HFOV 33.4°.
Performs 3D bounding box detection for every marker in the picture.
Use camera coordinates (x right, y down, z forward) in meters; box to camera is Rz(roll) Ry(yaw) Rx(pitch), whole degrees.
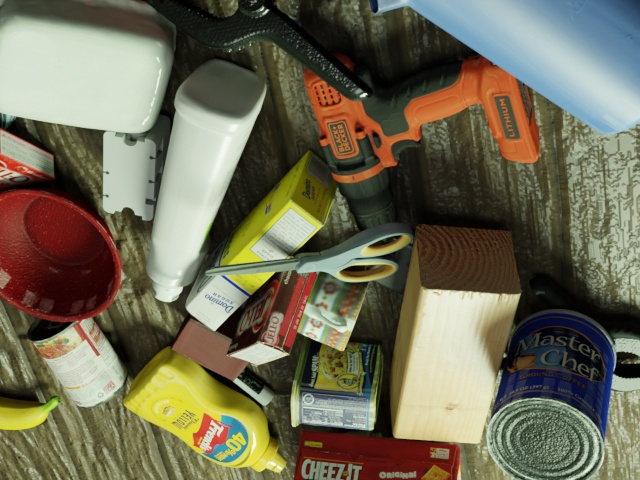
[{"bbox_3d":[-0.101,0.138,1.164,0.121,0.020,0.020,41,123,-16],"label":"marker"}]

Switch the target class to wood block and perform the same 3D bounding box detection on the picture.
[{"bbox_3d":[0.123,0.093,1.022,0.091,0.090,0.206,4,131,-2],"label":"wood block"}]

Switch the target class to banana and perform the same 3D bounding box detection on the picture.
[{"bbox_3d":[-0.403,0.182,1.254,0.198,0.037,0.070,16,109,0],"label":"banana"}]

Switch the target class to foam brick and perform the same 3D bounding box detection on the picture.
[{"bbox_3d":[-0.106,0.099,1.118,0.078,0.053,0.051,29,125,-7],"label":"foam brick"}]

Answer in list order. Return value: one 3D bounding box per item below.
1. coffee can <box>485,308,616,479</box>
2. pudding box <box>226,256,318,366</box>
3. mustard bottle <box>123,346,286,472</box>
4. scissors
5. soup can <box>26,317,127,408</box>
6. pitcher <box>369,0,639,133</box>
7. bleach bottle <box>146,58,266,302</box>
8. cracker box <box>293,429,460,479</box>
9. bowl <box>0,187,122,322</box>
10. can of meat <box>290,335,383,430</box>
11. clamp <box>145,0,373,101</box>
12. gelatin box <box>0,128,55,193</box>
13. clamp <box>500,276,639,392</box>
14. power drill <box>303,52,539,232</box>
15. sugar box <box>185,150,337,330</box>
[{"bbox_3d":[0.214,0.143,0.981,0.103,0.140,0.103,9,122,15],"label":"coffee can"},{"bbox_3d":[-0.047,0.071,1.035,0.039,0.090,0.114,25,160,-11],"label":"pudding box"},{"bbox_3d":[-0.118,0.200,1.188,0.191,0.058,0.096,36,125,-14],"label":"mustard bottle"},{"bbox_3d":[0.003,0.010,0.951,0.201,0.016,0.096,6,143,-41],"label":"scissors"},{"bbox_3d":[-0.262,0.124,1.161,0.069,0.068,0.102,-15,120,22],"label":"soup can"},{"bbox_3d":[0.168,-0.197,0.813,0.242,0.145,0.149,33,135,-16],"label":"pitcher"},{"bbox_3d":[-0.120,-0.039,0.993,0.068,0.102,0.251,23,125,2],"label":"bleach bottle"},{"bbox_3d":[0.067,0.278,1.145,0.164,0.072,0.213,3,151,11],"label":"cracker box"},{"bbox_3d":[-0.271,0.004,1.086,0.162,0.055,0.162,6,125,8],"label":"bowl"},{"bbox_3d":[0.019,0.146,1.094,0.084,0.102,0.057,4,124,7],"label":"can of meat"},{"bbox_3d":[-0.046,-0.213,0.886,0.210,0.036,0.164,12,105,14],"label":"clamp"},{"bbox_3d":[-0.311,-0.074,1.027,0.073,0.030,0.089,-13,163,20],"label":"gelatin box"},{"bbox_3d":[0.266,0.097,1.044,0.171,0.039,0.120,8,129,8],"label":"clamp"},{"bbox_3d":[0.093,-0.091,0.938,0.188,0.057,0.184,-10,121,19],"label":"power drill"},{"bbox_3d":[-0.057,0.001,1.014,0.048,0.093,0.176,40,123,-14],"label":"sugar box"}]
